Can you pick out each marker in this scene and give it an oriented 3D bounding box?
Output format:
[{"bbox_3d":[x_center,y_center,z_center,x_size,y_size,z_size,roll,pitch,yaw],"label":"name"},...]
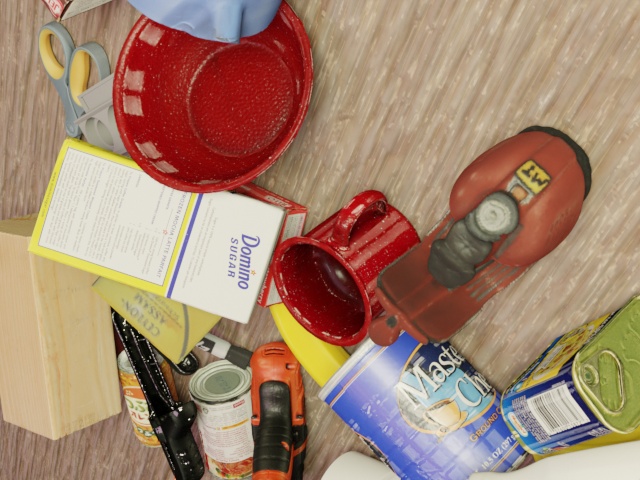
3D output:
[{"bbox_3d":[-0.118,0.093,1.024,0.121,0.020,0.020,26,138,1],"label":"marker"}]

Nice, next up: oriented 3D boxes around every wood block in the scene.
[{"bbox_3d":[-0.270,0.081,1.074,0.091,0.090,0.206,9,109,40],"label":"wood block"}]

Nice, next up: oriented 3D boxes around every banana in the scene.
[{"bbox_3d":[0.012,0.094,0.914,0.198,0.037,0.070,42,117,10],"label":"banana"}]

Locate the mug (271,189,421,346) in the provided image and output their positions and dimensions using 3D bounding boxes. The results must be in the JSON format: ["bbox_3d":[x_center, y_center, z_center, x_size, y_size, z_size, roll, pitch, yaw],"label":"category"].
[{"bbox_3d":[0.025,0.011,0.798,0.093,0.081,0.117,30,136,26],"label":"mug"}]

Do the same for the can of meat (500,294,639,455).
[{"bbox_3d":[0.175,0.090,0.692,0.057,0.101,0.084,53,144,1],"label":"can of meat"}]

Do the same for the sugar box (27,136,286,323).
[{"bbox_3d":[-0.123,-0.008,0.815,0.176,0.048,0.093,19,94,-1],"label":"sugar box"}]

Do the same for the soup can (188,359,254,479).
[{"bbox_3d":[-0.088,0.176,1.048,0.069,0.068,0.102,17,129,37],"label":"soup can"}]

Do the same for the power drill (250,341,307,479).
[{"bbox_3d":[-0.041,0.212,0.946,0.057,0.187,0.184,-3,124,1],"label":"power drill"}]

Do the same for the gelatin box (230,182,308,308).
[{"bbox_3d":[-0.056,0.001,0.890,0.073,0.030,0.089,26,112,32],"label":"gelatin box"}]

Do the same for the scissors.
[{"bbox_3d":[-0.245,-0.128,1.019,0.096,0.016,0.202,48,141,9],"label":"scissors"}]

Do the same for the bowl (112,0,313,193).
[{"bbox_3d":[-0.071,-0.110,0.789,0.162,0.055,0.162,-3,83,21],"label":"bowl"}]

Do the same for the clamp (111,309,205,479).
[{"bbox_3d":[-0.145,0.181,1.050,0.165,0.036,0.210,44,152,50],"label":"clamp"}]

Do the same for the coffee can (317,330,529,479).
[{"bbox_3d":[0.082,0.133,0.815,0.140,0.102,0.103,45,141,10],"label":"coffee can"}]
